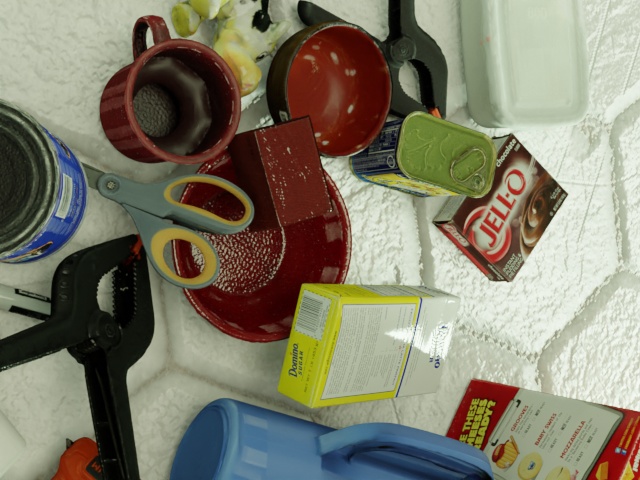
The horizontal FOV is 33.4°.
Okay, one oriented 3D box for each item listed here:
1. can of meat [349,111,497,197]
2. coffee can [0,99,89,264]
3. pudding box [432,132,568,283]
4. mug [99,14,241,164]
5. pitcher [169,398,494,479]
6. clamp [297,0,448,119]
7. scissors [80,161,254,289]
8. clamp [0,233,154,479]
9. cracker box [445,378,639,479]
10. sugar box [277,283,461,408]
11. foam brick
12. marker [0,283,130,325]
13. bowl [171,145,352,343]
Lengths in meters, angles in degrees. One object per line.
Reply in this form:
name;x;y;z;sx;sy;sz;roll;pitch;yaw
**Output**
can of meat;0.088;-0.071;0.936;0.101;0.084;0.057;14;82;-29
coffee can;-0.215;-0.036;0.713;0.102;0.140;0.103;0;88;-5
pudding box;0.171;-0.030;1.008;0.090;0.039;0.113;43;69;-22
mug;-0.122;-0.113;0.817;0.093;0.082;0.117;-19;99;-29
pitcher;0.011;0.206;0.859;0.242;0.145;0.149;24;80;-24
clamp;0.069;-0.180;0.949;0.120;0.039;0.171;-43;115;-5
scissors;-0.151;-0.020;0.795;0.201;0.016;0.096;8;83;-4
clamp;-0.158;0.080;0.762;0.164;0.036;0.209;55;30;-25
cracker box;0.187;0.216;0.914;0.072;0.214;0.164;35;73;-27
sugar box;0.044;0.085;0.892;0.175;0.048;0.093;4;103;-53
foam brick;-0.031;-0.051;0.821;0.051;0.053;0.078;-18;98;-29
marker;-0.192;0.057;0.811;0.121;0.020;0.020;20;80;-28
bowl;-0.056;0.001;0.869;0.161;0.055;0.162;0;89;-30
